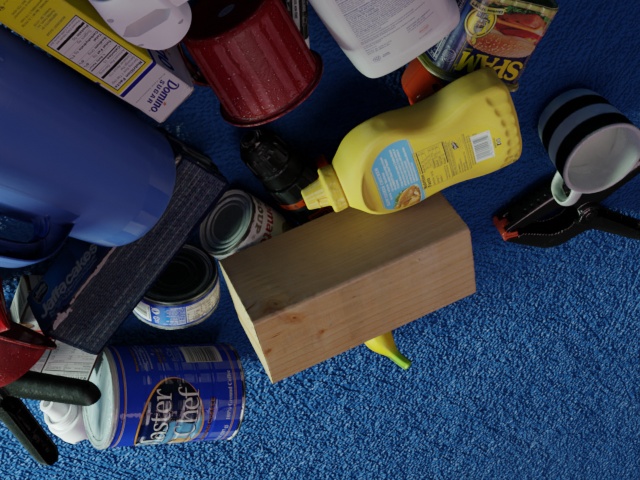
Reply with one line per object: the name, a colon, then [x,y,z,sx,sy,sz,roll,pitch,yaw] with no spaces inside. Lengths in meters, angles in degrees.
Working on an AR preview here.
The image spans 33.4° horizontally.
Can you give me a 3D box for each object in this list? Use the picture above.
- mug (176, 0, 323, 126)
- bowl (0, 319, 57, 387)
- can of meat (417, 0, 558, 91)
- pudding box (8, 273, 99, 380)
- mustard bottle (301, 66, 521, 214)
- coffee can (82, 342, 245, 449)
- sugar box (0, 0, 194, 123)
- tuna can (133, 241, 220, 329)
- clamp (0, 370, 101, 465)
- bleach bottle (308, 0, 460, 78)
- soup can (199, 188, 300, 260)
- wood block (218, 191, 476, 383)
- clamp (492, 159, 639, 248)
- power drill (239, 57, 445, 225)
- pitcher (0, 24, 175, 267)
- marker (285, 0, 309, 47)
mug: [-0.066,-0.149,0.837,0.117,0.093,0.081,-1,139,33]
bowl: [-0.306,0.084,0.891,0.161,0.162,0.055,26,84,-42]
can of meat: [0.145,-0.183,0.926,0.101,0.057,0.084,5,128,-30]
pudding box: [-0.251,0.085,1.016,0.089,0.039,0.114,5,132,-31]
mustard bottle: [0.074,-0.072,0.918,0.191,0.058,0.096,-24,140,0]
coffee can: [-0.160,0.156,1.085,0.140,0.103,0.103,2,132,-29]
sugar box: [-0.173,-0.162,0.758,0.048,0.093,0.176,-43,137,19]
tuna can: [-0.136,0.040,0.991,0.086,0.086,0.034,-13,136,-15]
clamp: [-0.297,0.145,0.996,0.171,0.039,0.120,26,120,-2]
bleach bottle: [0.026,-0.216,0.775,0.102,0.068,0.250,-34,153,4]
soup can: [-0.057,0.001,1.005,0.069,0.068,0.102,-41,137,16]
wood block: [0.027,0.033,0.963,0.206,0.091,0.090,-24,136,-9]
clamp: [0.290,-0.047,1.155,0.209,0.036,0.165,-10,137,-17]
power drill: [0.039,-0.085,0.975,0.188,0.057,0.184,-35,139,12]
pitcher: [-0.217,-0.066,0.778,0.149,0.145,0.242,-57,145,3]
marker: [-0.020,-0.201,0.851,0.020,0.020,0.121,-15,138,-13]
